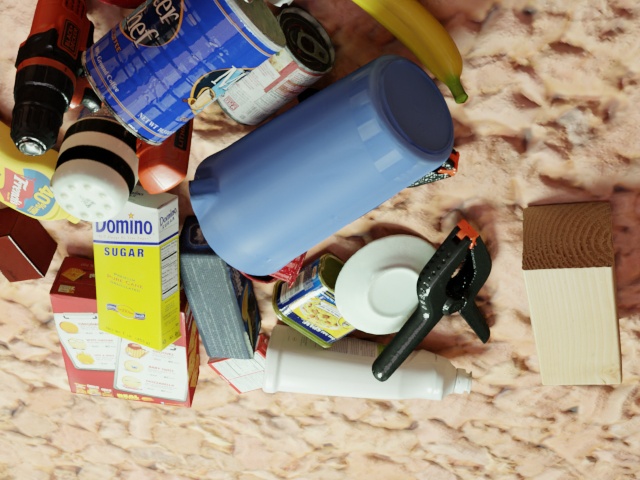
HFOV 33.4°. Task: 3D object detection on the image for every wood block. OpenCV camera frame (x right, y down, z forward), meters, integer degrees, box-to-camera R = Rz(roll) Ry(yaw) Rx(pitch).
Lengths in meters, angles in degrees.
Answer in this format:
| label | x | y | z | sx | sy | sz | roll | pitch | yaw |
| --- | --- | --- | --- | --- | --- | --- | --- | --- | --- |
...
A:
| label | x | y | z | sx | sy | sz | roll | pitch | yaw |
| --- | --- | --- | --- | --- | --- | --- | --- | --- | --- |
| wood block | 0.274 | 0.062 | 1.152 | 0.091 | 0.090 | 0.206 | -4 | 138 | 16 |

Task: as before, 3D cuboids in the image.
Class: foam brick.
| label | x | y | z | sx | sy | sz | roll | pitch | yaw |
| --- | --- | --- | --- | --- | --- | --- | --- | --- | --- |
| foam brick | -0.356 | 0.004 | 1.248 | 0.053 | 0.051 | 0.078 | -8 | 136 | 21 |

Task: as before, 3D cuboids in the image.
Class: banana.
| label | x | y | z | sx | sy | sz | roll | pitch | yaw |
| --- | --- | --- | --- | --- | --- | --- | --- | --- | --- |
| banana | 0.059 | -0.199 | 0.914 | 0.197 | 0.069 | 0.037 | 38 | 110 | -16 |

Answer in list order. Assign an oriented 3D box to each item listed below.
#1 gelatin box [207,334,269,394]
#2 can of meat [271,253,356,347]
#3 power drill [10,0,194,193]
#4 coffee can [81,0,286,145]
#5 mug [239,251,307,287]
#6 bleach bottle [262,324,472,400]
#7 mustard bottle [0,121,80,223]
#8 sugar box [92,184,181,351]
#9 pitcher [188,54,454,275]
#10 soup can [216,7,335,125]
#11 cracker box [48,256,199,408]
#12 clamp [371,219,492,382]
| label | x | y | z | sx | sy | sz | roll | pitch | yaw |
| --- | --- | --- | --- | --- | --- | --- | --- | --- | --- |
| gelatin box | -0.091 | 0.161 | 1.390 | 0.089 | 0.030 | 0.073 | -19 | 130 | 30 |
| can of meat | 0.008 | 0.069 | 1.243 | 0.102 | 0.057 | 0.084 | 35 | 132 | -27 |
| power drill | -0.200 | -0.120 | 0.985 | 0.057 | 0.184 | 0.187 | -19 | 141 | 30 |
| coffee can | -0.115 | -0.162 | 0.899 | 0.140 | 0.103 | 0.102 | -35 | 125 | 15 |
| mug | -0.058 | 0.001 | 1.153 | 0.081 | 0.093 | 0.117 | 20 | 135 | -5 |
| bleach bottle | 0.060 | 0.159 | 1.303 | 0.251 | 0.102 | 0.068 | 8 | 107 | 1 |
| mustard bottle | -0.320 | -0.071 | 1.149 | 0.191 | 0.058 | 0.096 | 30 | 137 | -22 |
| sugar box | -0.202 | 0.027 | 1.172 | 0.093 | 0.048 | 0.176 | 15 | 121 | 25 |
| pitcher | 0.009 | -0.068 | 0.991 | 0.243 | 0.149 | 0.145 | -28 | 104 | 40 |
| soup can | -0.045 | -0.158 | 0.982 | 0.068 | 0.068 | 0.102 | 35 | 134 | -26 |
| cracker box | -0.239 | 0.118 | 1.341 | 0.164 | 0.072 | 0.214 | 7 | 139 | 3 |
| clamp | 0.149 | 0.064 | 1.194 | 0.164 | 0.036 | 0.210 | -12 | 134 | -33 |
